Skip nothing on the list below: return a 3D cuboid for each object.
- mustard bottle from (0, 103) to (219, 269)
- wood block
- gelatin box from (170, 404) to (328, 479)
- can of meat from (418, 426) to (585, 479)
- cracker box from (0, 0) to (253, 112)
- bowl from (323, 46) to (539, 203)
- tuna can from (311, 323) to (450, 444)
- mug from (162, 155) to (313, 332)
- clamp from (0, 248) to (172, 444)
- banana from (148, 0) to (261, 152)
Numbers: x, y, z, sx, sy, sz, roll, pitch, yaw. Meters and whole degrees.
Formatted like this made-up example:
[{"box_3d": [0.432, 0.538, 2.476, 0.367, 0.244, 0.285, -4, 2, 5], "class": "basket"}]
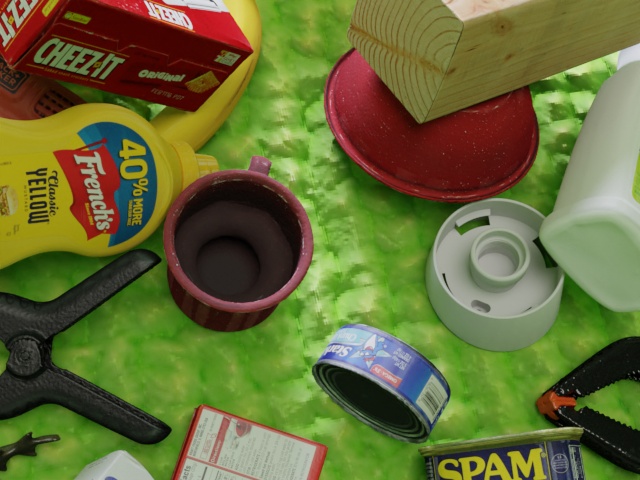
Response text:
[{"box_3d": [-0.150, -0.036, 0.661, 0.191, 0.058, 0.096, -9, 108, -33], "class": "mustard bottle"}, {"box_3d": [0.133, -0.164, 0.712, 0.205, 0.090, 0.091, -23, 62, -28], "class": "wood block"}, {"box_3d": [-0.048, 0.152, 0.671, 0.089, 0.030, 0.073, 19, 70, -4], "class": "gelatin box"}, {"box_3d": [0.118, 0.165, 0.666, 0.102, 0.057, 0.084, -13, 74, 25], "class": "can of meat"}, {"box_3d": [-0.161, -0.189, 0.683, 0.163, 0.072, 0.214, 5, 47, -56], "class": "cracker box"}, {"box_3d": [0.086, -0.106, 0.751, 0.162, 0.055, 0.162, 6, 54, -9], "class": "bowl"}, {"box_3d": [0.039, 0.091, 0.679, 0.086, 0.086, 0.033, 34, 67, 2], "class": "tuna can"}, {"box_3d": [-0.055, 0.001, 0.694, 0.093, 0.082, 0.117, 14, 69, -6], "class": "mug"}, {"box_3d": [-0.172, 0.079, 0.661, 0.171, 0.039, 0.120, -12, 82, 0], "class": "clamp"}, {"box_3d": [-0.087, -0.113, 0.755, 0.070, 0.037, 0.197, 14, 66, 14], "class": "banana"}]
